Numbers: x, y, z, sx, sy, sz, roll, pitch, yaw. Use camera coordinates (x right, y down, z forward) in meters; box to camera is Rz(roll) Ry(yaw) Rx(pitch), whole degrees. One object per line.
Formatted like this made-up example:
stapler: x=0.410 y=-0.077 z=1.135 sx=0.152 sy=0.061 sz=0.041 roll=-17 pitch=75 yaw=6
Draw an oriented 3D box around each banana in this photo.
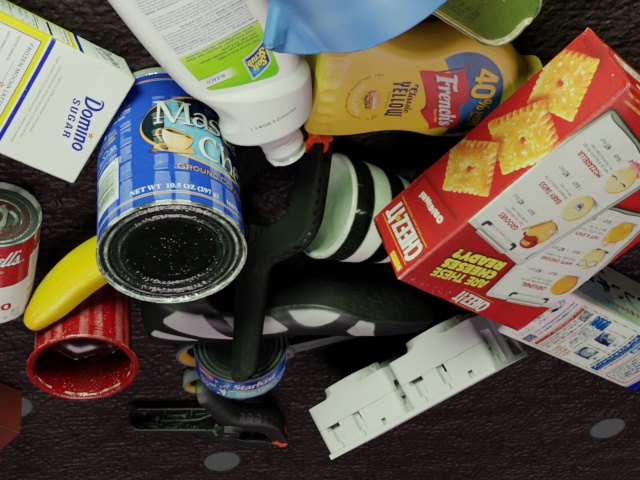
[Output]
banana: x=-0.158 y=0.019 z=0.844 sx=0.198 sy=0.069 sz=0.037 roll=-15 pitch=147 yaw=26

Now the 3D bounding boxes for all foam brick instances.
foam brick: x=-0.331 y=0.163 z=1.016 sx=0.053 sy=0.051 sz=0.078 roll=-37 pitch=132 yaw=26

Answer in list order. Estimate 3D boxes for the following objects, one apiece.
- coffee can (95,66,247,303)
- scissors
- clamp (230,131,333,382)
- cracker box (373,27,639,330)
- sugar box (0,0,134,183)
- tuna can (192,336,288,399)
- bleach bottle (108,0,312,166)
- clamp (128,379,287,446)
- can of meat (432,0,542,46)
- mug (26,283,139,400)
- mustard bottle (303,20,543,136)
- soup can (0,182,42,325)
coffee can: x=-0.109 y=-0.041 z=0.765 sx=0.102 sy=0.140 sz=0.103 roll=-6 pitch=138 yaw=-5
scissors: x=-0.051 y=0.099 z=1.025 sx=0.202 sy=0.016 sz=0.096 roll=-23 pitch=139 yaw=14
clamp: x=-0.056 y=0.001 z=0.846 sx=0.210 sy=0.164 sz=0.036 roll=-42 pitch=172 yaw=22
cracker box: x=0.172 y=-0.036 z=0.802 sx=0.214 sy=0.072 sz=0.164 roll=-41 pitch=138 yaw=25
sugar box: x=-0.225 y=-0.115 z=0.717 sx=0.176 sy=0.048 sz=0.093 roll=24 pitch=109 yaw=-35
tuna can: x=-0.072 y=0.102 z=0.972 sx=0.086 sy=0.086 sz=0.034 roll=-4 pitch=140 yaw=-6
bleach bottle: x=-0.079 y=-0.144 z=0.692 sx=0.102 sy=0.068 sz=0.250 roll=-21 pitch=130 yaw=10
clamp: x=-0.093 y=0.177 z=1.078 sx=0.171 sy=0.039 sz=0.120 roll=14 pitch=153 yaw=-34
can of meat: x=0.090 y=-0.183 z=0.689 sx=0.102 sy=0.084 sz=0.058 roll=23 pitch=129 yaw=-32
mug: x=-0.204 y=0.087 z=0.933 sx=0.093 sy=0.081 sz=0.117 roll=-9 pitch=138 yaw=-1
mustard bottle: x=0.085 y=-0.118 z=0.780 sx=0.191 sy=0.058 sz=0.096 roll=0 pitch=138 yaw=-12
soup can: x=-0.261 y=0.012 z=0.850 sx=0.068 sy=0.068 sz=0.102 roll=5 pitch=137 yaw=-16
